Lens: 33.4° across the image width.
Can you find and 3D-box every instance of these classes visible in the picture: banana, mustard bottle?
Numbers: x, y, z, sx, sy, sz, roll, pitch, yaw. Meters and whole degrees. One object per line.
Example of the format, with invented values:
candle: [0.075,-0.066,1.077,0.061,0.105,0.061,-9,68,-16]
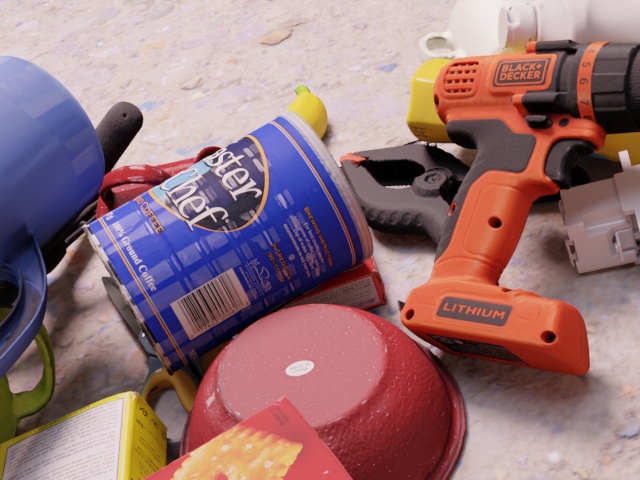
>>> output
banana: [-0.057,-0.061,0.831,0.197,0.037,0.070,-40,22,-27]
mustard bottle: [0.160,-0.083,0.705,0.192,0.058,0.096,10,9,22]

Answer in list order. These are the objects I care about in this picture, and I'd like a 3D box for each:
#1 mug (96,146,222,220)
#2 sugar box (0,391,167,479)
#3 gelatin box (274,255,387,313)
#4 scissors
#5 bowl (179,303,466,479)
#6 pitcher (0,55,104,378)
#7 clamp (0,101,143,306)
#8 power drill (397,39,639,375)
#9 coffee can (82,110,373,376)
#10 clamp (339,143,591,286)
mug: [-0.106,-0.018,0.732,0.082,0.117,0.093,-9,64,24]
sugar box: [-0.128,0.165,0.546,0.093,0.048,0.176,-24,38,13]
gelatin box: [-0.008,0.022,0.695,0.089,0.030,0.073,-20,36,3]
scissors: [-0.089,0.062,0.697,0.096,0.016,0.202,-21,35,-3]
bowl: [-0.005,0.085,0.576,0.162,0.055,0.162,-9,39,7]
pitcher: [-0.229,0.002,0.599,0.145,0.149,0.242,-6,31,44]
clamp: [-0.198,-0.004,0.762,0.036,0.165,0.209,37,61,-1]
power drill: [0.130,-0.024,0.591,0.185,0.057,0.187,4,69,41]
coffee can: [-0.054,0.001,0.634,0.140,0.103,0.103,-31,36,-9]
clamp: [0.090,-0.032,0.714,0.120,0.039,0.172,-32,43,-26]
